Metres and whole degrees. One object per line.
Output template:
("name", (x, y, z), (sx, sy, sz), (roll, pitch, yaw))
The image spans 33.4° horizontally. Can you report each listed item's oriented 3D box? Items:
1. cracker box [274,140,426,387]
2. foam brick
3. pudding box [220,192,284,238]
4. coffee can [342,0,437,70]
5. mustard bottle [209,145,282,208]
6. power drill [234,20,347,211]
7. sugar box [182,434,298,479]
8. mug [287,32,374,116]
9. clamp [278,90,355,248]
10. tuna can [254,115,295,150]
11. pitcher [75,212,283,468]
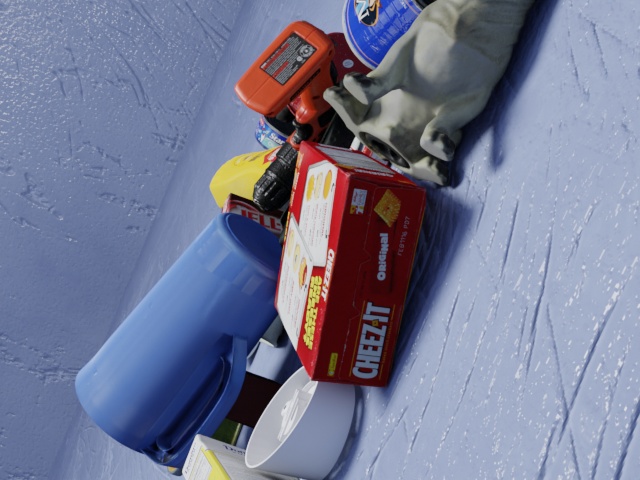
("cracker box", (0.019, 0.012, 0.906), (0.214, 0.072, 0.164), (-132, 50, -74))
("foam brick", (-0.076, 0.166, 1.124), (0.078, 0.053, 0.051), (177, 114, -75))
("pudding box", (-0.058, 0.002, 1.172), (0.090, 0.113, 0.039), (-88, 23, -53))
("coffee can", (0.090, -0.217, 0.960), (0.140, 0.102, 0.103), (153, 137, -69))
("mustard bottle", (-0.039, -0.085, 1.264), (0.192, 0.058, 0.096), (-10, 19, 45))
("power drill", (-0.025, -0.128, 1.110), (0.184, 0.057, 0.187), (-50, -23, -6))
("sugar box", (-0.059, 0.214, 0.905), (0.176, 0.093, 0.048), (176, 115, -76))
("mug", (0.003, -0.196, 1.243), (0.082, 0.117, 0.093), (-41, 15, 53))
("clamp", (0.000, -0.070, 1.094), (0.171, 0.039, 0.120), (-62, 13, 1))
("tuna can", (-0.040, -0.135, 1.369), (0.086, 0.086, 0.034), (-93, 26, -60))
("pitcher", (-0.125, 0.099, 1.075), (0.243, 0.149, 0.145), (-51, -2, 17))
